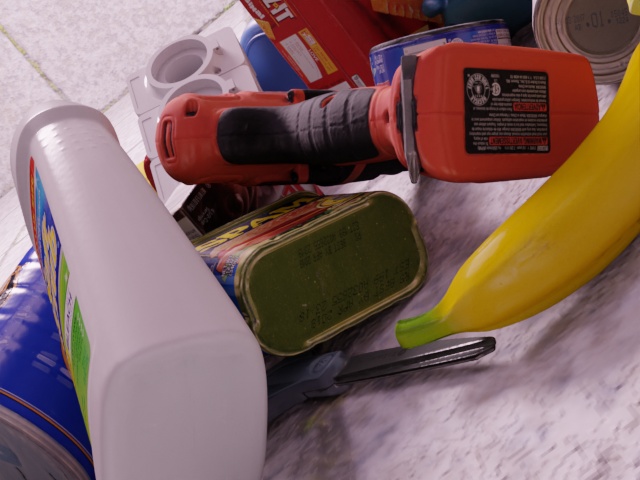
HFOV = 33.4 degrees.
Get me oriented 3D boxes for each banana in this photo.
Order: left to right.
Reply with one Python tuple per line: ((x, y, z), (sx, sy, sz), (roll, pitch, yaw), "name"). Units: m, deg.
((0.107, -0.029, 0.412), (0.197, 0.037, 0.070), (-44, 31, -23), "banana")

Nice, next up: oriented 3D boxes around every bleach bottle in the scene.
((-0.100, 0.011, 0.495), (0.068, 0.103, 0.251), (-11, 36, -22), "bleach bottle")

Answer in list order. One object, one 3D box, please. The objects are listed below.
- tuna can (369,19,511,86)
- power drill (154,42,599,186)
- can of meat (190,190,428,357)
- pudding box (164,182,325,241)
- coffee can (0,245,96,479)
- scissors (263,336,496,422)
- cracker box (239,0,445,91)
((0.073, -0.107, 0.640), (0.086, 0.034, 0.086), (-12, 5, 1), "tuna can")
((0.039, -0.054, 0.522), (0.184, 0.057, 0.188), (-7, 3, -38), "power drill")
((-0.012, 0.014, 0.507), (0.102, 0.057, 0.084), (-26, 12, -26), "can of meat")
((-0.039, -0.008, 0.598), (0.039, 0.090, 0.113), (-30, 20, 36), "pudding box")
((-0.137, 0.059, 0.584), (0.103, 0.102, 0.140), (-21, 33, 49), "coffee can")
((-0.012, 0.070, 0.462), (0.096, 0.016, 0.202), (-43, 16, -21), "scissors")
((0.048, -0.195, 0.759), (0.072, 0.164, 0.213), (-17, 28, 50), "cracker box")
